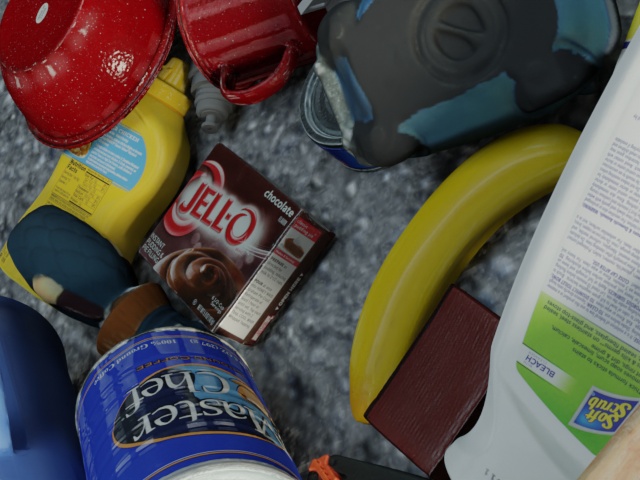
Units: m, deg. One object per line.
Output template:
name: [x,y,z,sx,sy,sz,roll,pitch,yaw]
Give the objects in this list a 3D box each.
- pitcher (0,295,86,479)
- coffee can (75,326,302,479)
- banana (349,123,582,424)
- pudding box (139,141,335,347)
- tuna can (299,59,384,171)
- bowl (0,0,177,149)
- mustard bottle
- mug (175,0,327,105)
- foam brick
pitcher: [-0.189,0.132,0.609,0.145,0.149,0.243,-45,36,2]
coffee can: [-0.065,0.119,0.535,0.103,0.102,0.140,-52,27,7]
banana: [0.071,0.006,0.548,0.198,0.037,0.070,-47,45,11]
pudding box: [-0.054,0.001,0.661,0.090,0.039,0.114,-55,44,3]
tuna can: [0.029,-0.087,0.639,0.086,0.033,0.086,-21,55,33]
bowl: [-0.174,-0.147,0.744,0.162,0.055,0.162,-17,62,33]
mustard bottle: [-0.145,-0.043,0.751,0.096,0.058,0.191,29,88,37]
mug: [-0.035,-0.139,0.685,0.082,0.093,0.117,-11,55,32]
foam brick: [0.070,0.071,0.503,0.051,0.052,0.078,36,94,46]
